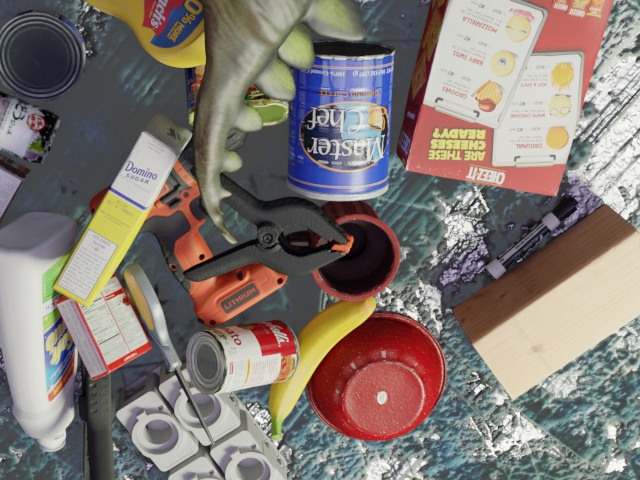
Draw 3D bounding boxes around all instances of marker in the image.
[{"bbox_3d":[0.231,-0.004,1.159,0.121,0.020,0.020,-42,109,8],"label":"marker"}]

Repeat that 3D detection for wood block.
[{"bbox_3d":[0.258,0.065,1.150,0.206,0.090,0.090,-35,111,6],"label":"wood block"}]

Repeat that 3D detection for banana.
[{"bbox_3d":[-0.005,0.123,1.149,0.037,0.070,0.198,15,116,-39],"label":"banana"}]

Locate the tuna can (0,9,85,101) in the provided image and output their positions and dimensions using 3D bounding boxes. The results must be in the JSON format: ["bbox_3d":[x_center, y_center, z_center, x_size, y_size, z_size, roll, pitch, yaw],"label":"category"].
[{"bbox_3d":[-0.270,-0.179,1.031,0.086,0.034,0.086,-2,110,-6],"label":"tuna can"}]

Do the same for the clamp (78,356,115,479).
[{"bbox_3d":[-0.232,0.181,1.112,0.036,0.165,0.210,-2,100,-17],"label":"clamp"}]

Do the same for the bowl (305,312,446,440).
[{"bbox_3d":[0.066,0.163,1.181,0.162,0.055,0.162,-2,109,-6],"label":"bowl"}]

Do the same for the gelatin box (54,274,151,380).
[{"bbox_3d":[-0.219,0.085,1.076,0.030,0.073,0.089,-25,92,31],"label":"gelatin box"}]

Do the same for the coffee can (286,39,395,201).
[{"bbox_3d":[0.019,-0.120,1.049,0.102,0.103,0.140,0,109,-7],"label":"coffee can"}]

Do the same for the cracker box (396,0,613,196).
[{"bbox_3d":[0.180,-0.166,1.068,0.164,0.072,0.214,9,109,-9],"label":"cracker box"}]

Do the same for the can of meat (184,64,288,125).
[{"bbox_3d":[-0.082,-0.157,1.029,0.102,0.057,0.084,-4,75,-5],"label":"can of meat"}]

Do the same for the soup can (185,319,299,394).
[{"bbox_3d":[-0.082,0.122,1.118,0.102,0.069,0.068,-4,115,-43],"label":"soup can"}]

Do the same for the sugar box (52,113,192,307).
[{"bbox_3d":[-0.185,-0.030,1.009,0.048,0.093,0.176,33,106,-9],"label":"sugar box"}]

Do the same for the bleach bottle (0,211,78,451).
[{"bbox_3d":[-0.287,0.103,1.106,0.068,0.102,0.251,8,117,16],"label":"bleach bottle"}]

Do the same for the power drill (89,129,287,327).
[{"bbox_3d":[-0.114,-0.018,1.096,0.184,0.057,0.187,-32,107,9],"label":"power drill"}]

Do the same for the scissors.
[{"bbox_3d":[-0.165,0.115,1.111,0.016,0.096,0.202,-26,106,-25],"label":"scissors"}]

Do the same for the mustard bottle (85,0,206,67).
[{"bbox_3d":[-0.136,-0.216,0.981,0.192,0.058,0.096,40,93,9],"label":"mustard bottle"}]

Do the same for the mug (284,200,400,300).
[{"bbox_3d":[0.018,0.005,1.104,0.117,0.081,0.093,-2,110,-6],"label":"mug"}]

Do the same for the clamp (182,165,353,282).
[{"bbox_3d":[-0.057,0.001,1.046,0.171,0.039,0.120,17,114,6],"label":"clamp"}]
